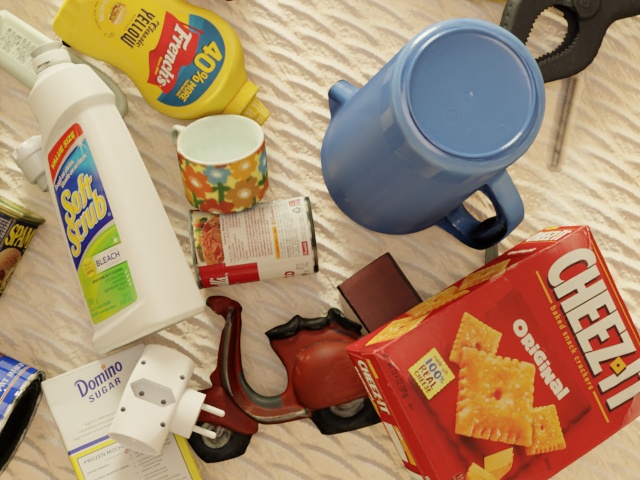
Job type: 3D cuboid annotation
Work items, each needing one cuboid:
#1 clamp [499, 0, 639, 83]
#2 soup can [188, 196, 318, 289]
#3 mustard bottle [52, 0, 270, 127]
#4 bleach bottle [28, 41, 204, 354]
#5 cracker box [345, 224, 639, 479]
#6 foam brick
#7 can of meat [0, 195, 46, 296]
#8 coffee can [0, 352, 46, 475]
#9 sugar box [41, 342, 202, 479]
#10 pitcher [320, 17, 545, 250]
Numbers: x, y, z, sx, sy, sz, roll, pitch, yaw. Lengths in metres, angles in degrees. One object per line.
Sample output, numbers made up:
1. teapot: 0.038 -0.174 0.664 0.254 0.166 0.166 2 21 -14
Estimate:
1. clamp: 0.219 -0.217 0.921 0.210 0.036 0.164 -40 106 -1
2. soup can: -0.056 0.001 0.896 0.102 0.068 0.068 -7 85 -3
3. mustard bottle: -0.124 -0.159 0.905 0.191 0.058 0.096 37 98 -7
4. bleach bottle: -0.184 -0.040 0.878 0.103 0.067 0.251 -25 86 39
5. cracker box: 0.151 0.106 0.853 0.213 0.072 0.164 -29 97 -17
6. foam brick: 0.056 0.056 0.901 0.051 0.053 0.078 -35 86 -4
7. can of meat: -0.278 0.004 0.875 0.057 0.102 0.084 28 87 1
8. coffee can: -0.309 0.124 0.863 0.140 0.103 0.103 24 85 1
9. sugar box: -0.153 0.182 0.869 0.093 0.048 0.176 -20 72 -17
10. pitcher: 0.090 -0.076 0.818 0.149 0.243 0.145 4 83 -8
